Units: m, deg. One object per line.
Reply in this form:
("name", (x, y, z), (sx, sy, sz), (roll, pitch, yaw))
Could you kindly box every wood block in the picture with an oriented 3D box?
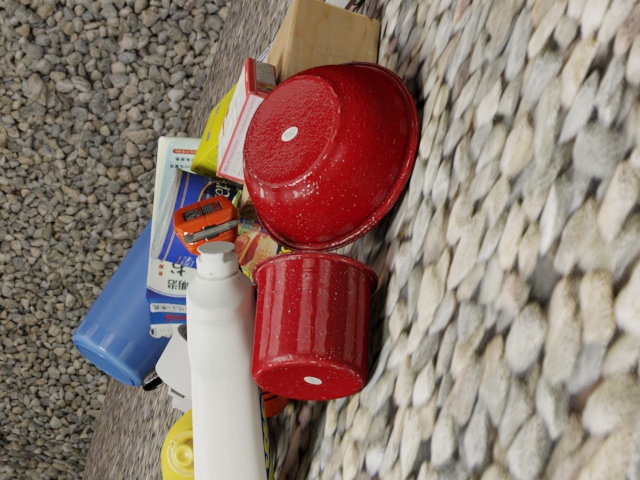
("wood block", (-0.007, -0.115, 0.984), (0.091, 0.090, 0.206), (121, 161, -51))

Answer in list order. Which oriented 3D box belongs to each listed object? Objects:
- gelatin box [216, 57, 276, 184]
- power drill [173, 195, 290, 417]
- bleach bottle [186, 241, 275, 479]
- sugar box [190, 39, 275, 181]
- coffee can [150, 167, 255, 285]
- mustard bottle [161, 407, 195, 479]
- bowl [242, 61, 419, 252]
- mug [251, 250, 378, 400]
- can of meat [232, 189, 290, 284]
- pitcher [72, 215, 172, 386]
("gelatin box", (-0.065, -0.106, 0.944), (0.073, 0.030, 0.089), (-97, 26, -57))
("power drill", (-0.079, 0.055, 0.979), (0.184, 0.057, 0.187), (-143, 33, -76))
("bleach bottle", (-0.070, 0.126, 0.817), (0.102, 0.068, 0.251), (-96, 2, -71))
("sugar box", (-0.077, -0.138, 1.143), (0.177, 0.048, 0.093), (-41, 29, 53))
("coffee can", (-0.105, -0.012, 1.166), (0.103, 0.140, 0.103), (-165, 90, -78))
("mustard bottle", (-0.102, 0.187, 0.962), (0.191, 0.058, 0.096), (52, -118, -80))
("bowl", (-0.007, -0.074, 0.816), (0.162, 0.055, 0.162), (-17, 62, 34))
("mug", (-0.011, 0.068, 0.771), (0.117, 0.093, 0.081), (137, 143, -54))
("can of meat", (-0.057, 0.001, 1.072), (0.102, 0.084, 0.057), (118, 163, -45))
("pitcher", (-0.201, 0.067, 1.372), (0.242, 0.149, 0.145), (-56, 9, -21))
